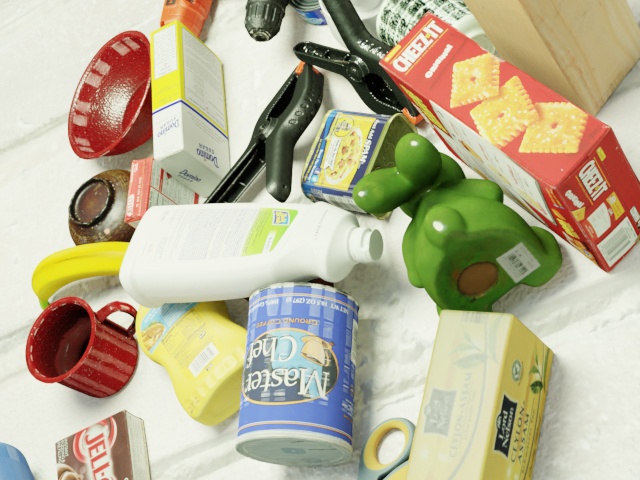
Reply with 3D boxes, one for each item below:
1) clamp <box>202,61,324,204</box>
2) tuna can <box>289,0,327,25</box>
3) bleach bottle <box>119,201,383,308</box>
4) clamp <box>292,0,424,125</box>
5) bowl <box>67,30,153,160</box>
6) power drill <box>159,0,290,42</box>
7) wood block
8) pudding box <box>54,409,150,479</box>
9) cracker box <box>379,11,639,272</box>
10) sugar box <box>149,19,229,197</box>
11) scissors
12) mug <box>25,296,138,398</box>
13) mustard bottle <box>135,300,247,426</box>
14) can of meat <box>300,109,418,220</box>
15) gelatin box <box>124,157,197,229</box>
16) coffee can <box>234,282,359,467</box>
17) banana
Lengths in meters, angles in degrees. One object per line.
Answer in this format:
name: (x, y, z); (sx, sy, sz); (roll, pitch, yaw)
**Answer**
clamp: (-0.055, -0.100, 1.109); (0.165, 0.036, 0.209); (-23, 36, 47)
tuna can: (0.005, -0.283, 1.186); (0.086, 0.033, 0.086); (-14, 60, 26)
bleach bottle: (-0.062, 0.013, 0.990); (0.251, 0.068, 0.102); (-1, 56, 31)
clamp: (0.043, -0.186, 1.060); (0.171, 0.120, 0.039); (37, 63, 18)
bowl: (-0.227, -0.161, 1.245); (0.162, 0.055, 0.162); (-22, 58, 39)
power drill: (-0.100, -0.284, 1.213); (0.188, 0.057, 0.184); (-13, 56, 40)
wood block: (0.195, -0.204, 0.916); (0.091, 0.205, 0.090); (37, 89, 40)
pudding box: (-0.215, 0.237, 1.060); (0.090, 0.039, 0.113); (-28, 55, 18)
cracker box: (0.168, -0.085, 0.900); (0.072, 0.164, 0.214); (-47, 51, 2)
sugar box: (-0.144, -0.144, 1.173); (0.048, 0.093, 0.176); (-19, 58, 24)
scissors: (0.022, 0.225, 0.931); (0.202, 0.016, 0.096); (-30, 53, 17)
mug: (-0.237, 0.107, 1.112); (0.117, 0.081, 0.093); (-43, 51, 7)
mustard bottle: (-0.133, 0.091, 1.069); (0.096, 0.058, 0.192); (-47, 51, 2)
can of meat: (0.036, -0.077, 1.049); (0.084, 0.057, 0.102); (13, 74, 38)
gelatin box: (-0.169, -0.037, 1.136); (0.030, 0.089, 0.073); (-12, 61, 27)
coffee can: (-0.019, 0.121, 0.954); (0.103, 0.102, 0.140); (-10, 62, 28)
banana: (-0.249, 0.030, 1.167); (0.198, 0.069, 0.037); (-15, 57, 26)
